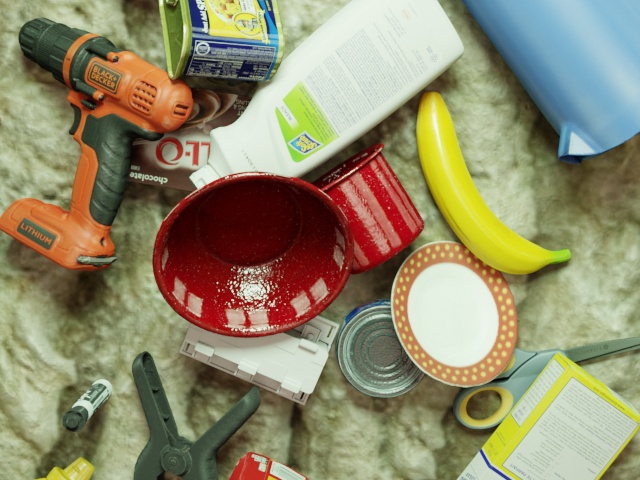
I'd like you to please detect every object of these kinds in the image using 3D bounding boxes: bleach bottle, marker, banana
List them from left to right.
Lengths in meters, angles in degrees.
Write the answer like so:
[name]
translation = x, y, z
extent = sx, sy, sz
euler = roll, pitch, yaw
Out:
[marker]
translation = -0.199, 0.141, 0.913
extent = 0.020, 0.121, 0.020
euler = 0, 95, 0
[bleach bottle]
translation = -0.006, -0.121, 0.896
extent = 0.250, 0.068, 0.102
euler = -37, 102, -6
[banana]
translation = 0.135, -0.038, 0.942
extent = 0.069, 0.037, 0.198
euler = -43, 97, -24

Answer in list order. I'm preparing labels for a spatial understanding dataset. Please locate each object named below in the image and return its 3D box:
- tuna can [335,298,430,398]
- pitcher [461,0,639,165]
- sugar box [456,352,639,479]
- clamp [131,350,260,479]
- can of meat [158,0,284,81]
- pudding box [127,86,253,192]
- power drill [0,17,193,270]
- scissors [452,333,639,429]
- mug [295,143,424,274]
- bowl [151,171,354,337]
[tuna can]
translation = 0.056, 0.096, 0.952
extent = 0.086, 0.034, 0.086
euler = 0, 95, 0
[pitcher]
translation = 0.205, -0.198, 0.886
extent = 0.145, 0.149, 0.243
euler = -38, 91, 31
[sugar box]
translation = 0.196, 0.197, 0.948
extent = 0.093, 0.048, 0.176
euler = 36, 100, -11
[clamp]
translation = -0.115, 0.189, 0.950
extent = 0.120, 0.039, 0.171
euler = 8, 104, 21
[can of meat]
translation = -0.081, -0.178, 0.861
extent = 0.083, 0.058, 0.102
euler = 1, 59, -21
[pudding box]
translation = -0.108, -0.087, 0.934
extent = 0.113, 0.039, 0.090
euler = 9, 95, -1
[power drill]
translation = -0.210, -0.082, 0.908
extent = 0.185, 0.057, 0.188
euler = 28, 104, 27
[scissors]
translation = 0.203, 0.126, 0.964
extent = 0.201, 0.016, 0.096
euler = 4, 97, 0
[mug]
translation = 0.026, -0.019, 0.919
extent = 0.117, 0.093, 0.081
euler = -31, 99, 17
[bowl]
translation = -0.056, 0.001, 0.867
extent = 0.162, 0.055, 0.162
euler = -4, 125, -6
